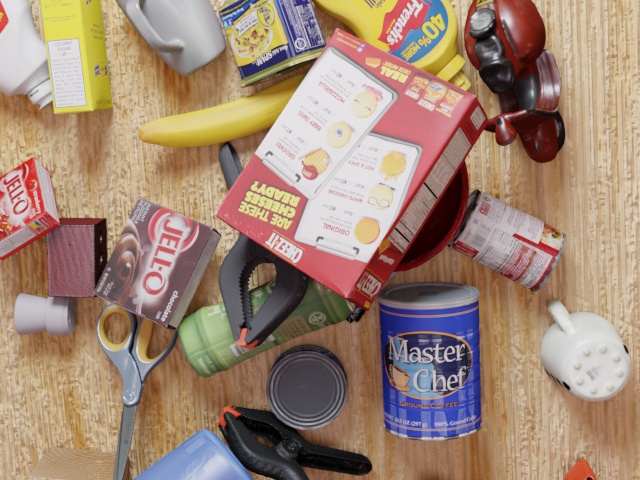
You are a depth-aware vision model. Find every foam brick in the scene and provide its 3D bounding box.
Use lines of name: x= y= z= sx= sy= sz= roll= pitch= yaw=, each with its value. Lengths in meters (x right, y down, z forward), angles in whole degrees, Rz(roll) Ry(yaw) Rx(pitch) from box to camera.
foam brick: x=-0.252 y=0.018 z=1.108 sx=0.051 sy=0.053 sz=0.078 roll=1 pitch=100 yaw=2

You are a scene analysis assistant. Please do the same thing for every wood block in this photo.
wood block: x=-0.263 y=0.337 z=1.140 sx=0.090 sy=0.091 sz=0.206 roll=6 pitch=99 yaw=0

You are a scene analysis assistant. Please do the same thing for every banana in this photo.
banana: x=-0.084 y=-0.131 z=1.075 sx=0.198 sy=0.069 sz=0.037 roll=-20 pitch=60 yaw=11

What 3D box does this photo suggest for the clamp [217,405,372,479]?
clamp: x=-0.027 y=0.226 z=1.125 sx=0.171 sy=0.120 sz=0.039 roll=39 pitch=119 yaw=14

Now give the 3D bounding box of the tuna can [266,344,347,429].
tuna can: x=-0.014 y=0.155 z=1.132 sx=0.086 sy=0.033 sz=0.086 roll=0 pitch=99 yaw=2

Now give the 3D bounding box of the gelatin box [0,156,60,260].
gelatin box: x=-0.309 y=-0.034 z=1.088 sx=0.073 sy=0.089 sz=0.030 roll=-30 pitch=139 yaw=8

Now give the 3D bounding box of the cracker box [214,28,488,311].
cracker box: x=0.030 y=-0.067 z=0.991 sx=0.164 sy=0.072 sz=0.213 roll=31 pitch=88 yaw=28

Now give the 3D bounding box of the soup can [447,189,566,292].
soup can: x=0.187 y=0.000 z=1.083 sx=0.102 sy=0.068 sz=0.068 roll=27 pitch=99 yaw=-2

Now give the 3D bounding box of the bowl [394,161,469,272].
bowl: x=0.076 y=-0.047 z=1.070 sx=0.162 sy=0.055 sz=0.162 roll=-2 pitch=85 yaw=22

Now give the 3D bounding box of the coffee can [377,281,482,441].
coffee can: x=0.112 y=0.120 z=1.087 sx=0.103 sy=0.103 sz=0.140 roll=-2 pitch=99 yaw=2

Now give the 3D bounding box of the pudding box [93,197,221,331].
pudding box: x=-0.165 y=0.024 z=1.089 sx=0.090 sy=0.039 sz=0.113 roll=22 pitch=84 yaw=18

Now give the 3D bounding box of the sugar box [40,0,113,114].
sugar box: x=-0.242 y=-0.215 z=1.050 sx=0.048 sy=0.093 sz=0.176 roll=-3 pitch=99 yaw=1

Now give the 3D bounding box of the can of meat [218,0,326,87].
can of meat: x=-0.047 y=-0.205 z=1.046 sx=0.102 sy=0.057 sz=0.084 roll=-14 pitch=98 yaw=46

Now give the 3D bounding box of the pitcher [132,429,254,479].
pitcher: x=-0.174 y=0.293 z=1.030 sx=0.242 sy=0.149 sz=0.145 roll=-39 pitch=99 yaw=-13

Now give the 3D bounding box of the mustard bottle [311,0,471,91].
mustard bottle: x=0.078 y=-0.217 z=1.057 sx=0.096 sy=0.058 sz=0.191 roll=-44 pitch=96 yaw=-1

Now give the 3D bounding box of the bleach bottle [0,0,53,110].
bleach bottle: x=-0.338 y=-0.246 z=1.066 sx=0.102 sy=0.068 sz=0.251 roll=-34 pitch=99 yaw=7

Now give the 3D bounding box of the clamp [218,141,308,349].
clamp: x=-0.057 y=0.001 z=1.064 sx=0.165 sy=0.036 sz=0.210 roll=18 pitch=84 yaw=25

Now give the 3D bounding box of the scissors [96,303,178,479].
scissors: x=-0.211 y=0.149 z=1.110 sx=0.096 sy=0.016 sz=0.201 roll=19 pitch=75 yaw=11
